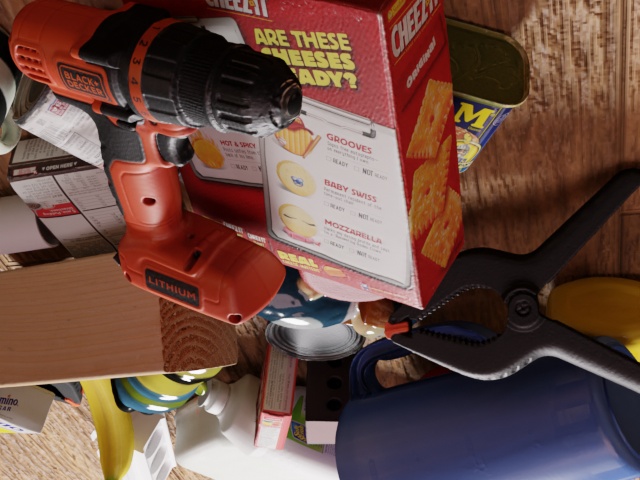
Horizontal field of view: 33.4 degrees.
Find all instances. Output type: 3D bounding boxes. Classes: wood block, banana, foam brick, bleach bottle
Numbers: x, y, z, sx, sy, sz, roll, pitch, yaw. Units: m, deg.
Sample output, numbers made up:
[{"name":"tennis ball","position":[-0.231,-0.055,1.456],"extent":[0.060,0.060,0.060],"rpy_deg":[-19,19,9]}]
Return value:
[{"name":"wood block","position":[-0.175,0.061,0.820],"extent":[0.206,0.091,0.090],"rpy_deg":[-9,174,31]},{"name":"banana","position":[-0.206,0.149,0.999],"extent":[0.037,0.069,0.198],"rpy_deg":[-10,112,3]},{"name":"foam brick","position":[0.013,0.142,0.979],"extent":[0.053,0.078,0.051],"rpy_deg":[0,145,2]},{"name":"bleach bottle","position":[0.000,0.186,1.042],"extent":[0.250,0.102,0.068],"rpy_deg":[25,135,-18]}]

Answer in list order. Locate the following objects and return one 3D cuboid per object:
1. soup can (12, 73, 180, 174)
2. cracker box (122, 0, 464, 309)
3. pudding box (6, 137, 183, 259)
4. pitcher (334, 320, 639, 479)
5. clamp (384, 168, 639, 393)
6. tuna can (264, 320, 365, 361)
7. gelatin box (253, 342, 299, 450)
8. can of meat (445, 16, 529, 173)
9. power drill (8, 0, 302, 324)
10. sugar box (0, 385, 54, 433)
[{"name":"soup can","position":[-0.135,-0.081,0.679],"extent":[0.102,0.068,0.069],"rpy_deg":[28,139,-30]},{"name":"cracker box","position":[-0.009,-0.072,0.608],"extent":[0.164,0.072,0.213],"rpy_deg":[17,142,26]},{"name":"pudding box","position":[-0.161,-0.032,0.779],"extent":[0.090,0.039,0.113],"rpy_deg":[-8,146,15]},{"name":"pitcher","position":[0.136,0.149,0.860],"extent":[0.243,0.145,0.149],"rpy_deg":[-24,131,34]},{"name":"clamp","position":[0.152,0.056,0.757],"extent":[0.210,0.164,0.036],"rpy_deg":[-18,173,12]},{"name":"tuna can","position":[-0.003,0.068,0.912],"extent":[0.086,0.033,0.086],"rpy_deg":[2,145,2]},{"name":"gelatin box","position":[-0.040,0.132,0.959],"extent":[0.030,0.089,0.073],"rpy_deg":[8,145,-5]},{"name":"can of meat","position":[0.064,-0.090,0.660],"extent":[0.102,0.057,0.084],"rpy_deg":[13,147,-12]},{"name":"power drill","position":[-0.074,-0.041,0.589],"extent":[0.185,0.057,0.187],"rpy_deg":[21,141,32]},{"name":"sugar box","position":[-0.334,0.149,1.008],"extent":[0.093,0.048,0.177],"rpy_deg":[30,157,-32]}]
